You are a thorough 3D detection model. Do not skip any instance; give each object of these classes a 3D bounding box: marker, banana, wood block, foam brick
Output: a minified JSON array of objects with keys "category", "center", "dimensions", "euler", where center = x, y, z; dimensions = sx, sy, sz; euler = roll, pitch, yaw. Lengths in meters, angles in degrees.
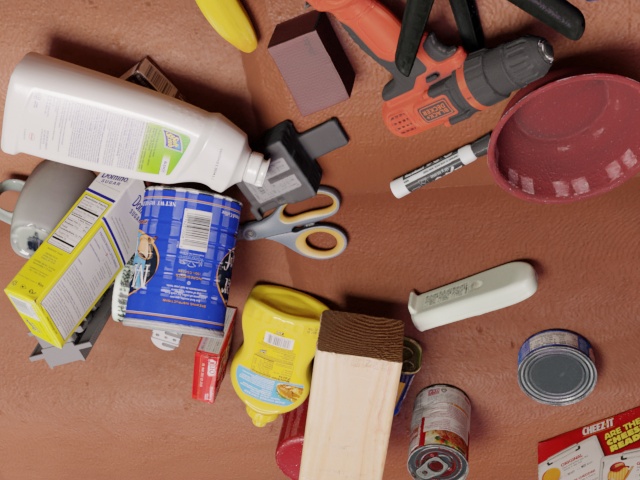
[{"category":"marker","center":[0.125,-0.075,1.062],"dimensions":[0.121,0.020,0.020],"euler":[-26,116,25]},{"category":"banana","center":[-0.094,-0.261,0.962],"dimensions":[0.069,0.037,0.198],"euler":[5,125,8]},{"category":"wood block","center":[0.030,0.189,1.137],"dimensions":[0.090,0.090,0.206],"euler":[8,115,1]},{"category":"foam brick","center":[-0.007,-0.167,1.003],"dimensions":[0.053,0.051,0.078],"euler":[-17,120,20]}]

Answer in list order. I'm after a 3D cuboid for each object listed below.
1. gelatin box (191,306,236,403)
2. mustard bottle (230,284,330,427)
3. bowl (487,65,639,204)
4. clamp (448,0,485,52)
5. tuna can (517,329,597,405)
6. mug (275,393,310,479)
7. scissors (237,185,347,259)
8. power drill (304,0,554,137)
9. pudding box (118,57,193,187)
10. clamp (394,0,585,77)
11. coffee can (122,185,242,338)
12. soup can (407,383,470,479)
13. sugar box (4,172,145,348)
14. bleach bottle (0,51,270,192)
[{"category":"gelatin box","center":[-0.120,0.127,1.206],"dimensions":[0.030,0.089,0.073],"euler":[12,126,2]},{"category":"mustard bottle","center":[-0.053,0.143,1.223],"dimensions":[0.096,0.058,0.192],"euler":[17,126,2]},{"category":"bowl","center":[0.228,-0.107,0.982],"dimensions":[0.162,0.055,0.162],"euler":[-4,139,-4]},{"category":"clamp","center":[0.131,-0.249,0.925],"dimensions":[0.120,0.039,0.171],"euler":[-30,117,32]},{"category":"tuna can","center":[0.260,0.140,1.177],"dimensions":[0.086,0.033,0.086],"euler":[5,125,7]},{"category":"mug","center":[-0.001,0.227,1.257],"dimensions":[0.093,0.081,0.117],"euler":[32,124,-12]},{"category":"scissors","center":[-0.058,0.001,1.151],"dimensions":[0.202,0.016,0.096],"euler":[-24,117,25]},{"category":"power drill","center":[0.089,-0.185,0.943],"dimensions":[0.185,0.057,0.187],"euler":[-21,118,42]},{"category":"pudding box","center":[-0.172,-0.116,1.076],"dimensions":[0.090,0.039,0.113],"euler":[-30,114,28]},{"category":"clamp","center":[0.110,-0.222,0.830],"dimensions":[0.165,0.036,0.210],"euler":[-3,134,25]},{"category":"coffee can","center":[-0.139,0.024,1.083],"dimensions":[0.103,0.103,0.140],"euler":[7,83,5]},{"category":"soup can","center":[0.136,0.221,1.215],"dimensions":[0.068,0.102,0.068],"euler":[5,125,7]},{"category":"sugar box","center":[-0.239,0.013,1.087],"dimensions":[0.048,0.176,0.093],"euler":[22,151,18]},{"category":"bleach bottle","center":[-0.173,-0.097,1.027],"dimensions":[0.250,0.068,0.103],"euler":[18,127,-3]}]
